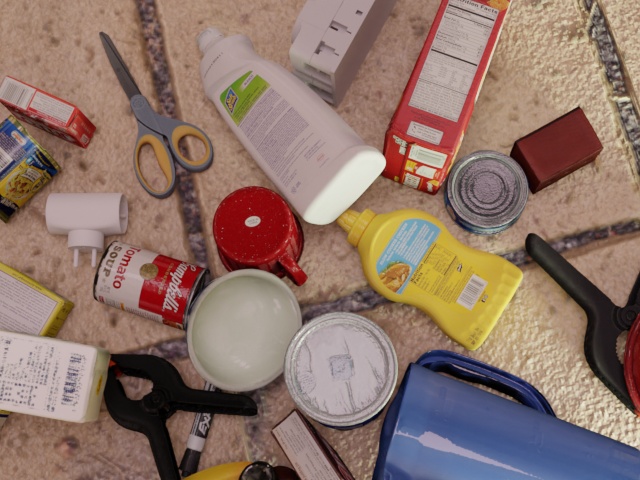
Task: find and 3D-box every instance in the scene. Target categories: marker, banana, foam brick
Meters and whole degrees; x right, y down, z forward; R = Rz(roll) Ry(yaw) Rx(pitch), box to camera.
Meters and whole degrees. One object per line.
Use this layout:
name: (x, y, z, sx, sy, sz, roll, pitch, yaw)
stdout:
marker: (-0.118, 0.180, 1.079, 0.020, 0.020, 0.121, 15, 79, 6)
banana: (-0.151, 0.269, 1.039, 0.197, 0.070, 0.037, -31, 105, -14)
foam brick: (0.243, -0.092, 1.102, 0.078, 0.053, 0.051, -29, 78, -2)

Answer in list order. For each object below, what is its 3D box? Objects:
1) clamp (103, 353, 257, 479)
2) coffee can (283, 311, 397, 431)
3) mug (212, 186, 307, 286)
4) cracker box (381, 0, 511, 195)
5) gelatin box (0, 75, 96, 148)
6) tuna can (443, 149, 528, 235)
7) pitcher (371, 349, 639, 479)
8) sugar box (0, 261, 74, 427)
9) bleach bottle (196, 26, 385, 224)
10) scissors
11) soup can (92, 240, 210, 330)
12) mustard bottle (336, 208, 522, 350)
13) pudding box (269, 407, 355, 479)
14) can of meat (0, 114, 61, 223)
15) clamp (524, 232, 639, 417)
clamp: (-0.148, 0.160, 1.059, 0.120, 0.039, 0.172, -37, 62, -21)
coffee can: (0.021, 0.128, 1.021, 0.103, 0.140, 0.103, -1, 78, 3)
mug: (-0.057, 0.001, 1.082, 0.093, 0.081, 0.117, -41, 79, -6)
cracker box: (0.128, -0.169, 1.068, 0.072, 0.164, 0.213, 20, 80, 5)
gelatin box: (-0.289, -0.134, 1.128, 0.089, 0.073, 0.030, 24, 81, 7)
tuna can: (0.172, -0.050, 1.106, 0.086, 0.034, 0.086, -1, 78, 3)
pitcher: (0.177, 0.204, 1.012, 0.243, 0.145, 0.149, 17, 91, 3)
sugar box: (-0.339, 0.117, 1.092, 0.093, 0.048, 0.176, 29, 84, 7)
bleach bottle: (-0.046, -0.136, 1.101, 0.103, 0.068, 0.251, -47, 64, 18)
scissors: (-0.175, -0.144, 1.154, 0.096, 0.016, 0.202, -13, 77, -1)
soup can: (-0.171, 0.046, 1.086, 0.102, 0.068, 0.068, 18, 79, 7)
mustard bottle: (0.100, 0.023, 1.081, 0.192, 0.058, 0.096, 32, 85, 9)
pudding box: (0.006, 0.222, 1.004, 0.039, 0.090, 0.114, -39, 39, -4)
can of meat: (-0.324, -0.073, 1.103, 0.057, 0.102, 0.084, 44, 81, 11)
clamp: (0.313, 0.070, 1.071, 0.164, 0.036, 0.210, -17, 81, -6)
